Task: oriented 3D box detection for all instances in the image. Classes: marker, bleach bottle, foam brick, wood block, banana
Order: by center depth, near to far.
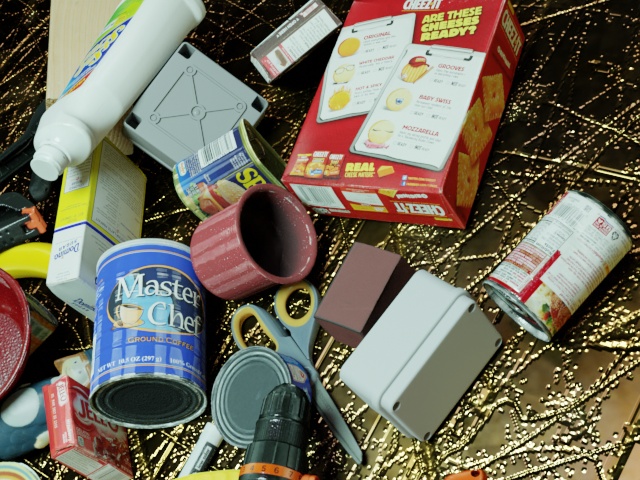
[{"bbox_3d":[0.041,0.049,0.904,0.051,0.053,0.078,18,70,37],"label":"foam brick"},{"bbox_3d":[-0.118,0.213,0.911,0.020,0.020,0.121,17,70,37],"label":"marker"},{"bbox_3d":[-0.207,-0.158,1.054,0.103,0.068,0.250,-17,37,42],"label":"bleach bottle"},{"bbox_3d":[-0.316,0.034,1.132,0.198,0.037,0.069,-11,64,24],"label":"banana"},{"bbox_3d":[-0.256,-0.201,1.196,0.090,0.090,0.206,-1,53,-10],"label":"wood block"}]

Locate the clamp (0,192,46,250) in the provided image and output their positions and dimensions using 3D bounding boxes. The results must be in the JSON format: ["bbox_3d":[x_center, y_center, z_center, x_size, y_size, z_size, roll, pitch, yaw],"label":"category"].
[{"bbox_3d":[-0.388,-0.008,1.164,0.210,0.036,0.164,0,41,36],"label":"clamp"}]

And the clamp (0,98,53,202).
[{"bbox_3d":[-0.310,-0.114,1.223,0.120,0.039,0.171,26,75,36],"label":"clamp"}]

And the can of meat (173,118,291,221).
[{"bbox_3d":[-0.079,-0.054,1.010,0.084,0.102,0.057,-29,49,13],"label":"can of meat"}]

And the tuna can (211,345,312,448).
[{"bbox_3d":[-0.049,0.134,0.900,0.086,0.033,0.086,-13,66,33],"label":"tuna can"}]

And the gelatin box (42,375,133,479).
[{"bbox_3d":[-0.204,0.169,0.943,0.030,0.089,0.073,-28,50,11],"label":"gelatin box"}]

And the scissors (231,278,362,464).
[{"bbox_3d":[-0.002,0.100,0.920,0.096,0.016,0.202,-50,50,-7],"label":"scissors"}]

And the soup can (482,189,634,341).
[{"bbox_3d":[0.185,0.019,0.831,0.102,0.068,0.069,-47,49,-6],"label":"soup can"}]

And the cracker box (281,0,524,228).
[{"bbox_3d":[0.080,-0.121,0.982,0.164,0.072,0.213,6,62,32],"label":"cracker box"}]

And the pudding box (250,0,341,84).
[{"bbox_3d":[-0.027,-0.199,1.077,0.090,0.039,0.113,-40,5,2],"label":"pudding box"}]

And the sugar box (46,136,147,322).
[{"bbox_3d":[-0.221,-0.012,1.069,0.048,0.093,0.176,-13,54,23],"label":"sugar box"}]

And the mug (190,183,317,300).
[{"bbox_3d":[-0.056,0.001,0.968,0.082,0.093,0.117,-25,5,44],"label":"mug"}]

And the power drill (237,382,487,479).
[{"bbox_3d":[0.026,0.198,0.786,0.188,0.057,0.184,2,61,16],"label":"power drill"}]

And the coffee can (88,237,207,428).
[{"bbox_3d":[-0.153,0.084,0.960,0.103,0.102,0.140,-18,53,19],"label":"coffee can"}]

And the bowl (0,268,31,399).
[{"bbox_3d":[-0.335,0.103,1.017,0.162,0.055,0.162,-6,67,15],"label":"bowl"}]
